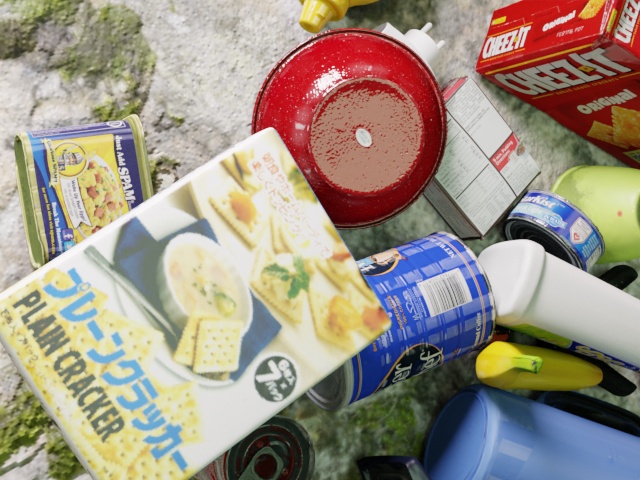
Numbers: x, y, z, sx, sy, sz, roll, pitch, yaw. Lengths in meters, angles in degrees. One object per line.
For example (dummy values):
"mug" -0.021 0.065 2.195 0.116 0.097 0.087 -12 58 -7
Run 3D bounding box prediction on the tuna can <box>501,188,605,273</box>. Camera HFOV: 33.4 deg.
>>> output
"tuna can" 0.199 -0.002 0.920 0.033 0.086 0.086 -48 109 -18

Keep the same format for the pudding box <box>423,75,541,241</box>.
"pudding box" 0.124 -0.069 0.910 0.090 0.039 0.113 -46 106 -17

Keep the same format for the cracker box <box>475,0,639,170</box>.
"cracker box" 0.266 -0.136 0.912 0.213 0.164 0.072 25 76 -25

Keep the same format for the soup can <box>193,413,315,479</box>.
"soup can" -0.057 0.154 0.779 0.068 0.102 0.068 0 89 -27

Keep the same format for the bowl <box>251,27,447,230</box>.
"bowl" 0.030 -0.083 0.826 0.162 0.055 0.162 -2 101 -11

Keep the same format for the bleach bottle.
"bleach bottle" 0.250 0.076 0.889 0.250 0.103 0.068 23 81 -14

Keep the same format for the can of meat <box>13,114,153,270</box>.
"can of meat" -0.166 -0.033 0.752 0.083 0.058 0.102 -10 93 -24

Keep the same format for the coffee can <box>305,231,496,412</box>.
"coffee can" 0.050 0.061 0.834 0.140 0.103 0.103 -19 98 -26

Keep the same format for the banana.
"banana" 0.171 0.106 0.865 0.197 0.070 0.037 14 91 -61

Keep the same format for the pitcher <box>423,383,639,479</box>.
"pitcher" 0.212 0.202 0.905 0.242 0.149 0.145 24 88 -18
